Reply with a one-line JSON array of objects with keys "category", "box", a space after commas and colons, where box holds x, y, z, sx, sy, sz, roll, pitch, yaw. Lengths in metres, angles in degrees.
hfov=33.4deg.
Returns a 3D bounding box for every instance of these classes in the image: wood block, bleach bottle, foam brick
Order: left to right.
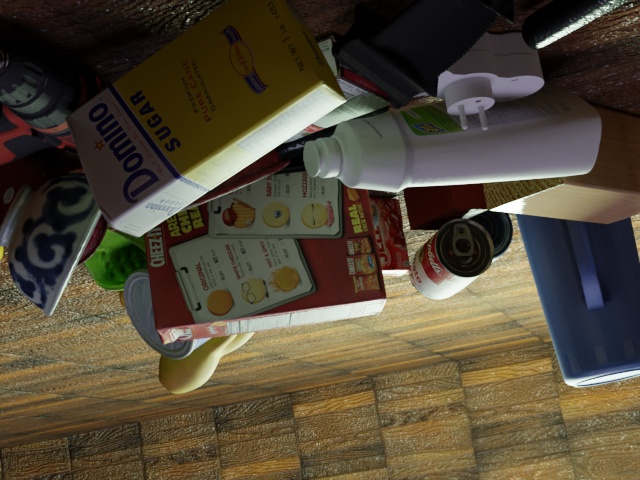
[{"category": "bleach bottle", "box": [0.101, -0.082, 0.874, 0.250, 0.068, 0.103, -8, -153, -24]}, {"category": "foam brick", "box": [0.137, -0.046, 1.177, 0.052, 0.051, 0.078, 0, 163, -34]}, {"category": "wood block", "box": [0.255, -0.076, 1.055, 0.205, 0.090, 0.091, 4, 161, -43]}]

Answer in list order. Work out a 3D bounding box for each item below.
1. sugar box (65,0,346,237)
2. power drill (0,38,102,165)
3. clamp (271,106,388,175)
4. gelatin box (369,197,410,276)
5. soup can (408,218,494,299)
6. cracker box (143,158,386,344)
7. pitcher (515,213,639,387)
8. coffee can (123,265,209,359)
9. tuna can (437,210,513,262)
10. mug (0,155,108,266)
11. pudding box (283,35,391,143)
[{"category": "sugar box", "box": [-0.080, -0.087, 0.705, 0.176, 0.093, 0.048, -32, 157, 14]}, {"category": "power drill", "box": [-0.250, -0.083, 0.780, 0.188, 0.057, 0.184, -12, 166, 13]}, {"category": "clamp", "box": [0.017, -0.090, 0.960, 0.172, 0.039, 0.120, -15, 159, 34]}, {"category": "gelatin box", "box": [0.061, -0.004, 1.220, 0.073, 0.089, 0.030, 1, 164, -35]}, {"category": "soup can", "box": [0.145, 0.022, 1.200, 0.068, 0.068, 0.102, -5, 164, -15]}, {"category": "cracker box", "box": [-0.057, 0.001, 1.012, 0.213, 0.164, 0.072, -8, 161, -5]}, {"category": "pitcher", "box": [0.304, 0.038, 1.219, 0.149, 0.243, 0.145, -1, 162, -32]}, {"category": "coffee can", "box": [-0.124, 0.049, 1.142, 0.140, 0.103, 0.103, -34, -174, -41]}, {"category": "tuna can", "box": [0.186, -0.012, 1.276, 0.086, 0.086, 0.034, -5, 164, -15]}, {"category": "mug", "box": [-0.237, -0.029, 0.939, 0.117, 0.093, 0.081, -8, 163, 24]}, {"category": "pudding box", "box": [-0.012, -0.116, 0.838, 0.114, 0.039, 0.089, -18, 164, 27]}]
